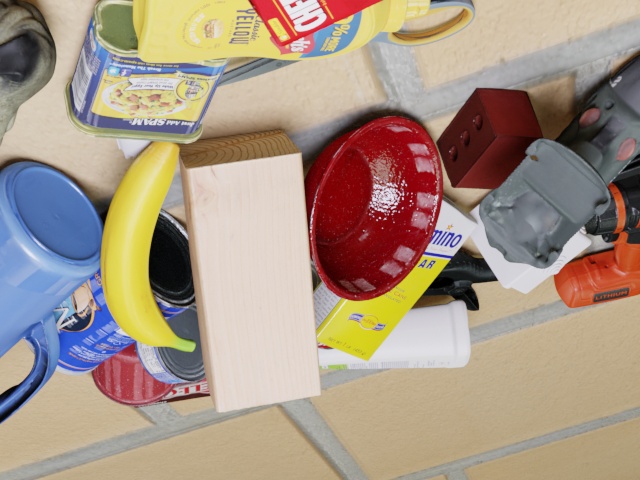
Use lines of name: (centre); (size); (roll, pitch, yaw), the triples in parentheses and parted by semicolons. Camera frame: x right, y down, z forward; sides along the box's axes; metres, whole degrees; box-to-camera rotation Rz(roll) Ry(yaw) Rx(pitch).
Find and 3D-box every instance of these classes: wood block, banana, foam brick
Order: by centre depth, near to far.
banana: (-0.140, 0.011, 0.841); (0.069, 0.037, 0.198); (-17, 126, -26)
wood block: (-0.058, 0.024, 0.874); (0.090, 0.090, 0.206); (-8, 109, -10)
foam brick: (0.145, -0.086, 0.921); (0.051, 0.053, 0.078); (2, 146, -25)

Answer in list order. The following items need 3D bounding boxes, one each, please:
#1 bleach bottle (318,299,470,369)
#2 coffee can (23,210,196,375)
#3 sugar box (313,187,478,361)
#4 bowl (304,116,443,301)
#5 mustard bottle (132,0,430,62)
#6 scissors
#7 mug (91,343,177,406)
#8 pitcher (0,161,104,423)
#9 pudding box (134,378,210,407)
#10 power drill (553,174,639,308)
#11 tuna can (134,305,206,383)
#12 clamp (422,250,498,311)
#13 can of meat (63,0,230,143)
bleach bottle: (0.035, 0.113, 1.175); (0.251, 0.068, 0.102); (-5, 163, 2)
coffee can: (-0.187, 0.045, 0.950); (0.140, 0.103, 0.102); (-32, 145, 27)
sugar box: (0.064, 0.028, 1.018); (0.176, 0.048, 0.093); (-51, 140, 12)
bowl: (0.033, -0.032, 0.915); (0.161, 0.055, 0.162); (-20, 119, -40)
mustard bottle: (-0.021, -0.156, 0.687); (0.191, 0.058, 0.096); (-3, 149, -17)
scissors: (0.020, -0.161, 0.769); (0.201, 0.016, 0.096); (-12, 146, -12)
mug: (-0.175, 0.101, 1.074); (0.117, 0.093, 0.081); (-28, 152, -27)
pitcher: (-0.285, 0.050, 0.885); (0.243, 0.145, 0.149); (-35, 142, 26)
pudding box: (-0.154, 0.148, 1.198); (0.113, 0.039, 0.090); (-5, 149, -15)
power drill: (0.303, 0.002, 1.129); (0.184, 0.057, 0.188); (-10, 150, -7)
tuna can: (-0.135, 0.093, 1.015); (0.034, 0.086, 0.086); (-12, 157, 40)
clamp: (0.145, 0.043, 1.153); (0.171, 0.039, 0.120); (6, 145, -27)
can of meat: (-0.121, -0.119, 0.752); (0.101, 0.057, 0.084); (2, 144, -26)
